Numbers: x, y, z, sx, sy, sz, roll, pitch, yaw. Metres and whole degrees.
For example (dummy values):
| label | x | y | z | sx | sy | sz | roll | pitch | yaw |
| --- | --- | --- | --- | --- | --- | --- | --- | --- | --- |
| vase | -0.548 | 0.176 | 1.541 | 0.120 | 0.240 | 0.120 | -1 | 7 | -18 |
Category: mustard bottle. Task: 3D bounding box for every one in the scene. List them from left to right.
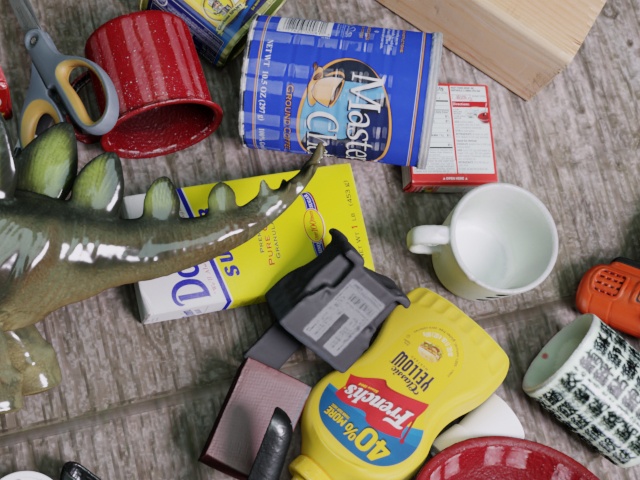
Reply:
| label | x | y | z | sx | sy | sz | roll | pitch | yaw |
| --- | --- | --- | --- | --- | --- | --- | --- | --- | --- |
| mustard bottle | 0.043 | 0.127 | 0.783 | 0.096 | 0.058 | 0.191 | 41 | 71 | 19 |

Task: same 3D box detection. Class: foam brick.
| label | x | y | z | sx | sy | sz | roll | pitch | yaw |
| --- | --- | --- | --- | --- | --- | --- | --- | --- | --- |
| foam brick | -0.048 | 0.132 | 0.766 | 0.051 | 0.053 | 0.078 | 25 | 70 | -5 |

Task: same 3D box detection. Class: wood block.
| label | x | y | z | sx | sy | sz | roll | pitch | yaw |
| --- | --- | --- | --- | --- | --- | --- | --- | --- | --- |
| wood block | 0.123 | -0.219 | 0.881 | 0.206 | 0.090 | 0.090 | 34 | 71 | -2 |

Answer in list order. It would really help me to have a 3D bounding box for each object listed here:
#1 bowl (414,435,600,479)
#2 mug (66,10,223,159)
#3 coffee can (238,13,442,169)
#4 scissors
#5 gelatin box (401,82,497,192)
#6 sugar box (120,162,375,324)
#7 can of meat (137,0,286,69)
| label | x | y | z | sx | sy | sz | roll | pitch | yaw |
| --- | --- | --- | --- | --- | --- | --- | --- | --- | --- |
| bowl | 0.134 | 0.215 | 0.739 | 0.162 | 0.055 | 0.162 | 7 | 40 | -6 |
| mug | -0.139 | -0.113 | 0.800 | 0.117 | 0.093 | 0.081 | -21 | 74 | 12 |
| coffee can | 0.016 | -0.112 | 0.804 | 0.140 | 0.103 | 0.103 | 7 | 73 | 4 |
| scissors | -0.218 | -0.128 | 0.797 | 0.202 | 0.016 | 0.096 | 43 | 101 | 33 |
| gelatin box | 0.102 | -0.084 | 0.871 | 0.073 | 0.030 | 0.089 | -1 | 75 | -12 |
| sugar box | -0.055 | 0.001 | 0.804 | 0.176 | 0.048 | 0.093 | -10 | 79 | -17 |
| can of meat | -0.080 | -0.198 | 0.847 | 0.084 | 0.057 | 0.102 | 39 | 70 | -2 |
